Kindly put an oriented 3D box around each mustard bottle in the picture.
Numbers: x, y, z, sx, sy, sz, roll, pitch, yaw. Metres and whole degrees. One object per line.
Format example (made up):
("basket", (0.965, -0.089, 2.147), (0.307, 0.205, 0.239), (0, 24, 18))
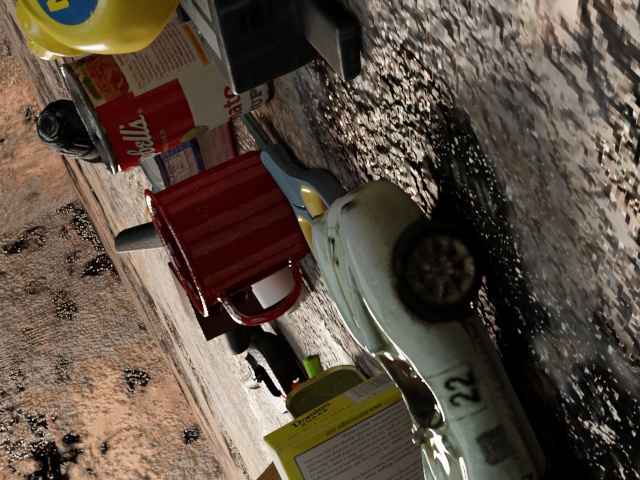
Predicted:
("mustard bottle", (-0.084, -0.133, 0.439), (0.192, 0.058, 0.096), (-40, 65, 50))

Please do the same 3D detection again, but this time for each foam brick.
("foam brick", (-0.072, 0.033, 0.843), (0.051, 0.078, 0.053), (48, 160, 54))

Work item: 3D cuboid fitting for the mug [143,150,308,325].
("mug", (-0.055, 0.001, 0.703), (0.117, 0.081, 0.093), (58, 166, 22))

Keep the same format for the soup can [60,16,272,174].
("soup can", (-0.087, -0.089, 0.611), (0.068, 0.102, 0.068), (58, 166, 24))

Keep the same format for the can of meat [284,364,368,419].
("can of meat", (0.027, 0.144, 0.719), (0.084, 0.057, 0.102), (67, 167, -24))

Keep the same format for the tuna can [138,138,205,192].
("tuna can", (-0.116, -0.074, 0.765), (0.086, 0.033, 0.086), (56, 164, 24))

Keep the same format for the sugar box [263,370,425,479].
("sugar box", (0.046, 0.173, 0.619), (0.176, 0.093, 0.048), (67, 167, -11))

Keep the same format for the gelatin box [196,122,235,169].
("gelatin box", (-0.093, -0.090, 0.792), (0.073, 0.030, 0.089), (55, 165, 32))

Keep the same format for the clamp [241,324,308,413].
("clamp", (-0.051, 0.122, 1.014), (0.172, 0.039, 0.120), (45, 159, 54))

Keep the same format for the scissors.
("scissors", (-0.021, -0.049, 0.623), (0.202, 0.016, 0.096), (60, 165, 17))

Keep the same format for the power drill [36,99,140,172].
("power drill", (-0.188, -0.142, 0.851), (0.188, 0.057, 0.184), (66, -161, 9))

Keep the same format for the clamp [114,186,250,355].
("clamp", (-0.118, -0.006, 0.919), (0.165, 0.036, 0.210), (35, 144, 19))
